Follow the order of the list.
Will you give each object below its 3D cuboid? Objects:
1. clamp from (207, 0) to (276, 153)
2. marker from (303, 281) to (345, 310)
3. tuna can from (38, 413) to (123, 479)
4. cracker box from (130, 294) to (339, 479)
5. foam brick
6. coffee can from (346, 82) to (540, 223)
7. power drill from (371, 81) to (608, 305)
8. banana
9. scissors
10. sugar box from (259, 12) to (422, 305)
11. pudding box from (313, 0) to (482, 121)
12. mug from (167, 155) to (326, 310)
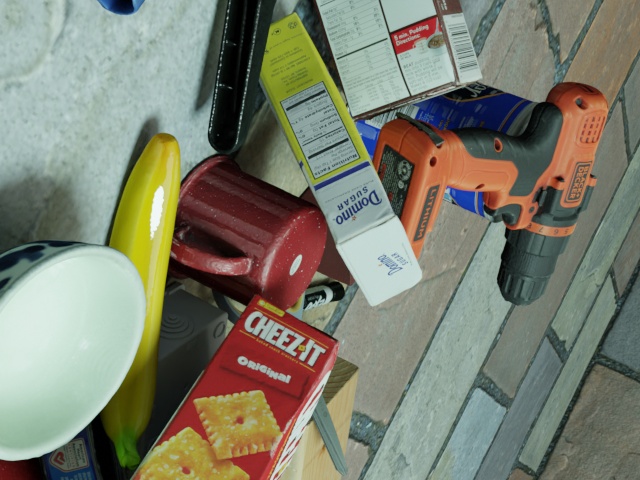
[{"bbox_3d":[-0.039,-0.165,0.637,0.209,0.036,0.164,-57,149,-24],"label":"clamp"},{"bbox_3d":[-0.010,0.051,0.935,0.120,0.020,0.020,-10,122,-62],"label":"marker"},{"bbox_3d":[-0.146,0.129,0.650,0.033,0.086,0.086,-13,142,-4],"label":"tuna can"},{"bbox_3d":[-0.075,0.164,0.652,0.213,0.072,0.164,-56,172,-43],"label":"cracker box"},{"bbox_3d":[0.016,-0.011,0.888,0.051,0.053,0.078,-50,153,-31],"label":"foam brick"},{"bbox_3d":[0.103,-0.088,0.884,0.102,0.140,0.103,-46,150,-37],"label":"coffee can"},{"bbox_3d":[0.117,-0.025,0.778,0.187,0.057,0.184,-8,121,-35],"label":"power drill"},{"bbox_3d":[-0.108,0.036,0.645,0.037,0.070,0.198,9,79,-33],"label":"banana"},{"bbox_3d":[-0.032,0.088,0.805,0.096,0.016,0.202,-7,84,-44],"label":"scissors"},{"bbox_3d":[0.008,-0.053,0.689,0.048,0.176,0.093,-28,149,2],"label":"sugar box"},{"bbox_3d":[0.048,-0.146,0.719,0.039,0.090,0.113,-20,94,-54],"label":"pudding box"},{"bbox_3d":[-0.055,0.001,0.715,0.117,0.082,0.093,-13,124,-61],"label":"mug"}]
